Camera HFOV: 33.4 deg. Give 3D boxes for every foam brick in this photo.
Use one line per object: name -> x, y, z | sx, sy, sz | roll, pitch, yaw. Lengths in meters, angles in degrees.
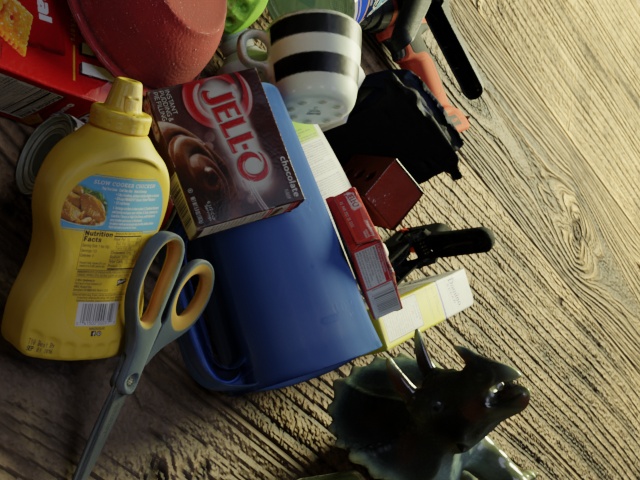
foam brick -> 0.053, -0.049, 1.054 | 0.053, 0.078, 0.051 | -51, 117, -15

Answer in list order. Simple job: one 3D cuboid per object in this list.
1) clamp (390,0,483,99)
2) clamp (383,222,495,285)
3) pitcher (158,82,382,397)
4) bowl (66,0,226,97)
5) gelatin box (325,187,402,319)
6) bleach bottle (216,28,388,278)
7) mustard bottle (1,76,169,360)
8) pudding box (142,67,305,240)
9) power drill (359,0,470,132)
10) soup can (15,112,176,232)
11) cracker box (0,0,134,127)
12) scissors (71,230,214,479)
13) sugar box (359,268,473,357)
clamp -> 0.111, -0.267, 1.174 | 0.164, 0.036, 0.210 | 12, 60, -54
clamp -> 0.111, 0.006, 1.072 | 0.171, 0.120, 0.039 | -81, 156, -77
pitcher -> -0.056, 0.001, 0.870 | 0.149, 0.145, 0.243 | 40, 31, -85
bowl -> -0.119, -0.190, 0.805 | 0.161, 0.055, 0.162 | 33, 49, -49
gelatin box -> 0.038, 0.011, 0.901 | 0.073, 0.030, 0.089 | -113, -178, -48
bleach bottle -> -0.027, -0.078, 0.989 | 0.102, 0.068, 0.251 | -29, 97, -53
mustard bottle -> -0.151, -0.016, 0.725 | 0.096, 0.058, 0.192 | 3, 108, -45
pudding box -> -0.074, -0.065, 0.796 | 0.089, 0.039, 0.113 | -17, 83, -24
power drill -> 0.092, -0.196, 1.194 | 0.184, 0.057, 0.187 | -22, 94, -54
soup can -> -0.164, -0.043, 0.790 | 0.102, 0.069, 0.068 | 31, 53, -42
cracker box -> -0.229, -0.180, 0.757 | 0.213, 0.072, 0.164 | 17, 63, -49
scissors -> -0.125, 0.090, 0.762 | 0.096, 0.016, 0.202 | 2, 106, -60
sugar box -> 0.067, 0.073, 1.021 | 0.175, 0.094, 0.048 | -15, 88, -53
